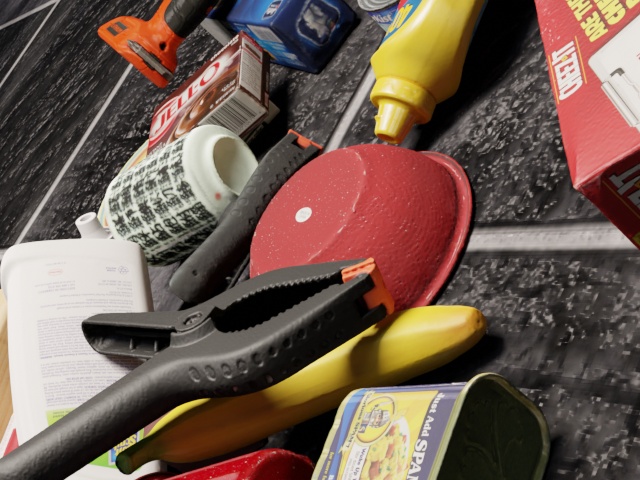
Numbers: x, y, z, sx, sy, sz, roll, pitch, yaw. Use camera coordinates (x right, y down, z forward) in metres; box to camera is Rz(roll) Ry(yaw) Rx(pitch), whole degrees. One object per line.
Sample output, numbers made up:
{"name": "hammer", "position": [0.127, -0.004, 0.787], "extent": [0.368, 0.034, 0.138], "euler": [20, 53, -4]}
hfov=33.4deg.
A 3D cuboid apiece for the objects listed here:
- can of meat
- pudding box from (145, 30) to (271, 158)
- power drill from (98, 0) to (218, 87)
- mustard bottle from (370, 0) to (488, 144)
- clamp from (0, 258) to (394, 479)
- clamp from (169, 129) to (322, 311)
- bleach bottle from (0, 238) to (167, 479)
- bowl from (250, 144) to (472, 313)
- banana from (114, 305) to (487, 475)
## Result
{"name": "can of meat", "position": [0.040, 0.111, 0.461], "extent": [0.084, 0.057, 0.102], "euler": [-13, 46, 50]}
{"name": "pudding box", "position": [-0.090, -0.103, 0.855], "extent": [0.114, 0.039, 0.090], "euler": [-35, 33, 24]}
{"name": "power drill", "position": [-0.112, -0.231, 0.932], "extent": [0.187, 0.057, 0.185], "euler": [-50, 29, 3]}
{"name": "mustard bottle", "position": [0.078, -0.150, 0.683], "extent": [0.096, 0.058, 0.191], "euler": [151, 142, -77]}
{"name": "clamp", "position": [-0.064, 0.054, 0.568], "extent": [0.210, 0.036, 0.164], "euler": [-23, 21, 8]}
{"name": "clamp", "position": [-0.055, 0.001, 0.715], "extent": [0.171, 0.039, 0.120], "euler": [-53, 0, -34]}
{"name": "bleach bottle", "position": [-0.147, 0.112, 0.654], "extent": [0.068, 0.102, 0.251], "euler": [98, 165, -48]}
{"name": "bowl", "position": [0.010, -0.002, 0.632], "extent": [0.162, 0.055, 0.162], "euler": [-35, 33, 26]}
{"name": "banana", "position": [-0.007, 0.077, 0.553], "extent": [0.198, 0.037, 0.069], "euler": [-25, 10, 6]}
